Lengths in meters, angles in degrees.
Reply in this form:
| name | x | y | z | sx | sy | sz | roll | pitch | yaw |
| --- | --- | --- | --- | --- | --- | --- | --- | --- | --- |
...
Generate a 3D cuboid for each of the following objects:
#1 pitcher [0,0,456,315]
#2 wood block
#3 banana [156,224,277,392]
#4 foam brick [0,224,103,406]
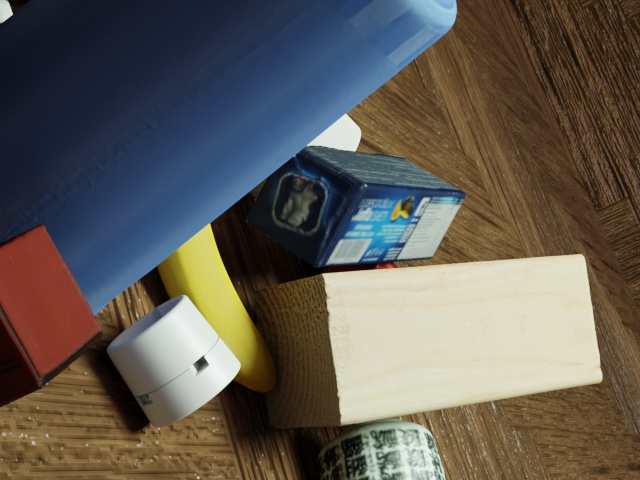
| name | x | y | z | sx | sy | sz | roll | pitch | yaw |
| --- | --- | --- | --- | --- | --- | --- | --- | --- | --- |
| pitcher | -0.069 | -0.077 | 0.466 | 0.149 | 0.243 | 0.144 | 57 | 22 | 2 |
| wood block | 0.071 | 0.064 | 0.693 | 0.205 | 0.091 | 0.090 | -3 | 82 | -31 |
| banana | -0.069 | 0.001 | 0.627 | 0.069 | 0.037 | 0.198 | -14 | 95 | -38 |
| foam brick | -0.135 | 0.038 | 0.408 | 0.053 | 0.078 | 0.051 | 63 | 20 | -9 |
